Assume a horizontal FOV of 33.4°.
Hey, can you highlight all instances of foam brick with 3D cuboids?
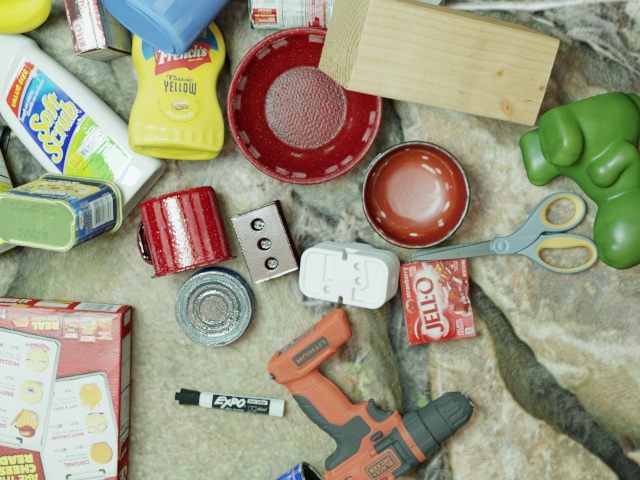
[{"bbox_3d":[-0.057,0.001,1.137,0.053,0.051,0.078,-19,95,4],"label":"foam brick"}]

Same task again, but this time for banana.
[{"bbox_3d":[-0.351,-0.252,1.106,0.198,0.037,0.069,15,76,20],"label":"banana"}]

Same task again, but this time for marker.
[{"bbox_3d":[-0.100,0.178,1.173,0.121,0.020,0.020,6,96,2],"label":"marker"}]

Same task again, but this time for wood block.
[{"bbox_3d":[0.116,-0.183,1.049,0.205,0.091,0.090,8,108,-21],"label":"wood block"}]

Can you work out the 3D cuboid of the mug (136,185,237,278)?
[{"bbox_3d":[-0.151,-0.008,1.130,0.117,0.093,0.081,-14,91,40],"label":"mug"}]

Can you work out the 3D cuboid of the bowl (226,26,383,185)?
[{"bbox_3d":[-0.016,-0.140,1.118,0.162,0.055,0.162,0,96,0],"label":"bowl"}]

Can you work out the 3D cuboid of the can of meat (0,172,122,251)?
[{"bbox_3d":[-0.263,-0.028,1.067,0.102,0.083,0.057,7,108,20],"label":"can of meat"}]

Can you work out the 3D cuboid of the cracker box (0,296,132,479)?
[{"bbox_3d":[-0.290,0.172,1.155,0.164,0.072,0.214,3,97,3],"label":"cracker box"}]

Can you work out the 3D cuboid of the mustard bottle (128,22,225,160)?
[{"bbox_3d":[-0.147,-0.182,1.104,0.096,0.058,0.191,3,76,-13],"label":"mustard bottle"}]

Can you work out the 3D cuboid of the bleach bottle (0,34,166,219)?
[{"bbox_3d":[-0.286,-0.129,1.130,0.251,0.068,0.102,42,99,1],"label":"bleach bottle"}]

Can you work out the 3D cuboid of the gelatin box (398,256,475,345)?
[{"bbox_3d":[0.125,0.064,1.147,0.073,0.030,0.089,-7,95,3],"label":"gelatin box"}]

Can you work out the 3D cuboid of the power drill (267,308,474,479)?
[{"bbox_3d":[0.047,0.169,1.148,0.184,0.057,0.187,-35,92,1],"label":"power drill"}]

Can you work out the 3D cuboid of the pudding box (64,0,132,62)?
[{"bbox_3d":[-0.229,-0.232,1.090,0.039,0.113,0.090,-9,95,6],"label":"pudding box"}]

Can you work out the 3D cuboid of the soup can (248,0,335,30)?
[{"bbox_3d":[-0.021,-0.251,1.102,0.102,0.068,0.068,1,96,3],"label":"soup can"}]

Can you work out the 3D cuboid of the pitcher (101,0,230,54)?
[{"bbox_3d":[-0.115,-0.309,1.047,0.145,0.149,0.242,37,81,-8],"label":"pitcher"}]

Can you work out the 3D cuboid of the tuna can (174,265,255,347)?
[{"bbox_3d":[-0.114,0.072,1.156,0.086,0.033,0.086,0,96,2],"label":"tuna can"}]

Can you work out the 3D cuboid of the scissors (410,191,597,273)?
[{"bbox_3d":[0.199,-0.013,1.128,0.201,0.016,0.096,9,90,-9],"label":"scissors"}]
